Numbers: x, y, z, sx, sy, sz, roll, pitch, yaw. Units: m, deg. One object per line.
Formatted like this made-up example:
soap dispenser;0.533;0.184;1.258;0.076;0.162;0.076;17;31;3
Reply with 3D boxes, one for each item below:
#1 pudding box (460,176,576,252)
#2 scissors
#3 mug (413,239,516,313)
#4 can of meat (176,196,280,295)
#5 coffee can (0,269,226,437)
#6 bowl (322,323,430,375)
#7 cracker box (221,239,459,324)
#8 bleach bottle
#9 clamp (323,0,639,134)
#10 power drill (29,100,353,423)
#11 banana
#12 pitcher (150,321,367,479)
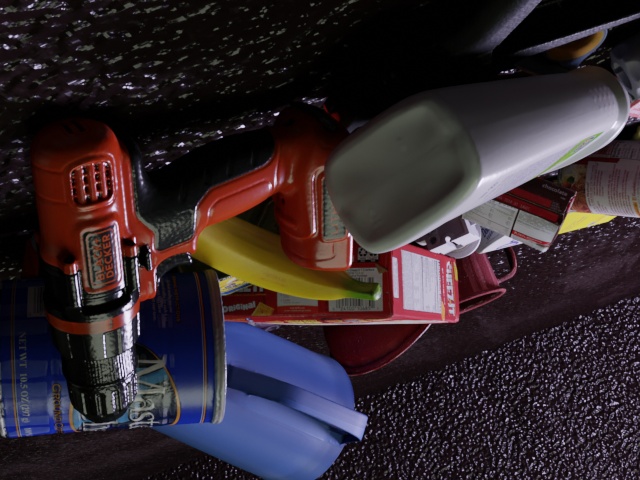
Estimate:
pudding box;0.170;-0.032;0.939;0.090;0.039;0.113;24;170;10
scissors;0.181;-0.124;0.734;0.201;0.016;0.096;-6;161;-46
mug;0.157;0.031;1.176;0.117;0.081;0.093;-20;167;0
can of meat;-0.055;0.001;0.807;0.102;0.057;0.084;-20;168;1
coffee can;-0.137;0.073;0.699;0.140;0.103;0.103;-2;163;-12
bowl;0.055;0.060;1.102;0.162;0.055;0.162;-37;-157;18
cracker box;0.017;0.039;0.945;0.164;0.072;0.213;-2;174;21
bleach bottle;0.117;-0.062;0.657;0.103;0.068;0.250;-33;171;40
clamp;0.085;-0.112;0.594;0.210;0.036;0.164;-25;167;24
power drill;-0.070;0.005;0.616;0.187;0.057;0.184;-19;125;-30
banana;-0.054;-0.001;0.712;0.197;0.037;0.070;23;152;-25
pitcher;-0.082;0.129;0.949;0.149;0.145;0.242;-40;136;18
